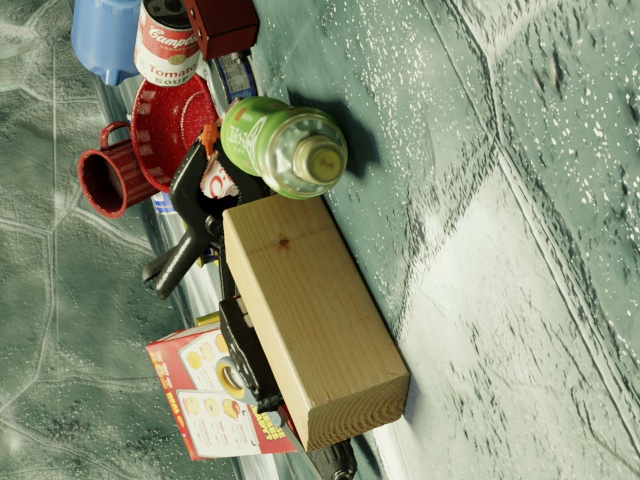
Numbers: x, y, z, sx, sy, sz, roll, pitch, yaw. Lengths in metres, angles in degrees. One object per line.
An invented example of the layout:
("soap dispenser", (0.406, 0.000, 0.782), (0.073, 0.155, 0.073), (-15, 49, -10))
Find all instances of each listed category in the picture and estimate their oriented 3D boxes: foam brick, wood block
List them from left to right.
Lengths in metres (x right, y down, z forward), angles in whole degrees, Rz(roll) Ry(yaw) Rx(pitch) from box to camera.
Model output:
("foam brick", (-0.095, -0.218, 0.997), (0.053, 0.051, 0.078), (119, 132, -73))
("wood block", (-0.008, 0.064, 0.929), (0.090, 0.090, 0.206), (92, 157, -56))

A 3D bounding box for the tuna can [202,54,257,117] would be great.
("tuna can", (-0.093, -0.163, 1.108), (0.086, 0.033, 0.086), (162, 90, -78))

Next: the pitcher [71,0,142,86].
("pitcher", (-0.281, -0.338, 1.492), (0.149, 0.145, 0.243), (51, 162, 2))

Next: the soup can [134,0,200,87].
("soup can", (-0.150, -0.209, 1.075), (0.102, 0.068, 0.068), (119, 133, -61))

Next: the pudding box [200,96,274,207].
("pudding box", (-0.083, -0.074, 1.067), (0.114, 0.039, 0.090), (-45, 58, 40))

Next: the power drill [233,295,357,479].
("power drill", (-0.027, 0.147, 1.116), (0.187, 0.057, 0.184), (65, 177, -34))

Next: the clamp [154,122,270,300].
("clamp", (-0.083, -0.020, 1.028), (0.036, 0.164, 0.210), (-92, 4, -49))

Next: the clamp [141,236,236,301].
("clamp", (-0.118, 0.010, 1.267), (0.120, 0.171, 0.039), (37, 168, -9))

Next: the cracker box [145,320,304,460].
("cracker box", (-0.103, 0.179, 1.316), (0.214, 0.071, 0.164), (-17, 97, 44))

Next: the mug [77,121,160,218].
("mug", (-0.253, -0.097, 1.371), (0.093, 0.081, 0.117), (12, 120, 39))

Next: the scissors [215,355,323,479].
("scissors", (-0.062, 0.201, 1.225), (0.096, 0.016, 0.202), (-27, 87, 47))

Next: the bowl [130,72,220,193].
("bowl", (-0.163, -0.138, 1.301), (0.162, 0.055, 0.162), (6, 99, 45))
